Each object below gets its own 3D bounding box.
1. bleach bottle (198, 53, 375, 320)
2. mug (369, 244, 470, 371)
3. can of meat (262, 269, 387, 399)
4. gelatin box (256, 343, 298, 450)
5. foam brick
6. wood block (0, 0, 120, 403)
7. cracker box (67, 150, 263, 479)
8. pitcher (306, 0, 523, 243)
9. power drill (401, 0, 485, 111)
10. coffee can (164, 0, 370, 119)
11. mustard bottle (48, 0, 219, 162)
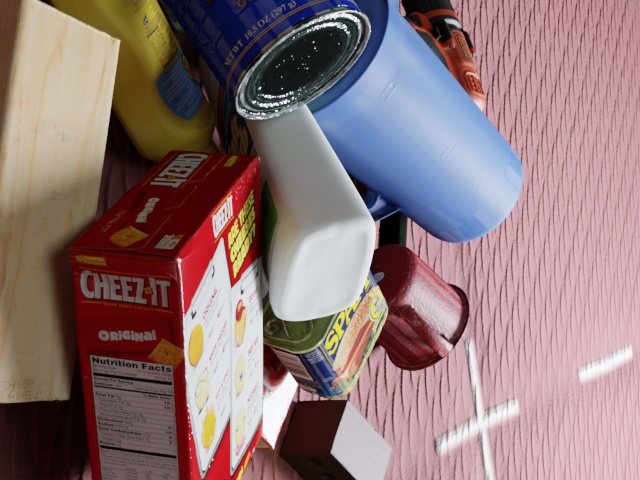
[{"bbox_3d":[-0.039,-0.069,0.774,0.068,0.103,0.251,-10,50,-20],"label":"bleach bottle"},{"bbox_3d":[0.077,0.062,0.942,0.081,0.093,0.117,41,7,-34],"label":"mug"},{"bbox_3d":[0.005,0.059,0.811,0.102,0.058,0.084,-61,148,-24],"label":"can of meat"},{"bbox_3d":[-0.057,0.107,0.817,0.089,0.030,0.073,50,46,-33],"label":"gelatin box"},{"bbox_3d":[0.014,0.173,0.876,0.078,0.053,0.051,50,46,-33],"label":"foam brick"},{"bbox_3d":[-0.183,-0.021,0.584,0.090,0.091,0.206,14,82,-65],"label":"wood block"},{"bbox_3d":[-0.087,0.071,0.660,0.164,0.072,0.214,-63,155,-64],"label":"cracker box"},{"bbox_3d":[0.062,-0.089,0.904,0.242,0.149,0.145,38,41,-39],"label":"pitcher"},{"bbox_3d":[0.071,-0.208,1.011,0.187,0.057,0.184,10,53,-44],"label":"power drill"},{"bbox_3d":[-0.048,-0.165,0.697,0.102,0.103,0.140,-10,61,-53],"label":"coffee can"},{"bbox_3d":[-0.123,-0.116,0.753,0.096,0.058,0.191,-81,147,-62],"label":"mustard bottle"}]
